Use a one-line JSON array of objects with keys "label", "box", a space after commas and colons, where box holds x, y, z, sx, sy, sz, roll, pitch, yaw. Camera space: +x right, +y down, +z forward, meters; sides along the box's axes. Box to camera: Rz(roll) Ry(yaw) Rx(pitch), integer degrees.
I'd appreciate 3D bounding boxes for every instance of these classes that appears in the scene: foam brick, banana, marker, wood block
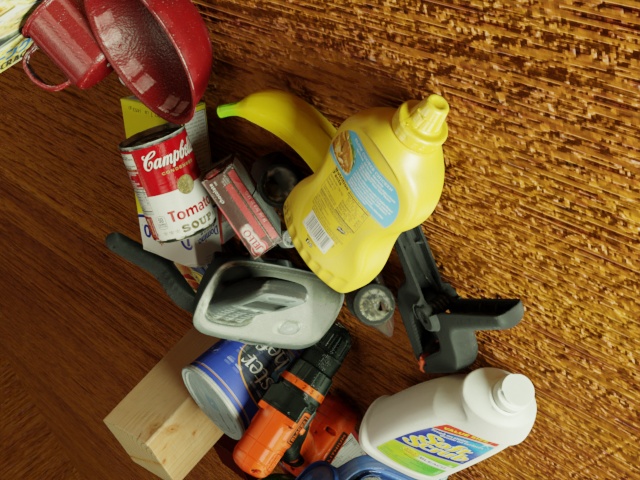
[{"label": "foam brick", "box": [-0.100, 0.269, 1.386, 0.078, 0.051, 0.053, 21, 141, 54]}, {"label": "banana", "box": [0.000, -0.064, 0.914, 0.198, 0.037, 0.070, 47, 135, -1]}, {"label": "marker", "box": [-0.058, 0.001, 1.143, 0.020, 0.020, 0.121, 57, 156, -12]}, {"label": "wood block", "box": [-0.155, 0.190, 1.334, 0.091, 0.205, 0.090, 18, 145, 41]}]

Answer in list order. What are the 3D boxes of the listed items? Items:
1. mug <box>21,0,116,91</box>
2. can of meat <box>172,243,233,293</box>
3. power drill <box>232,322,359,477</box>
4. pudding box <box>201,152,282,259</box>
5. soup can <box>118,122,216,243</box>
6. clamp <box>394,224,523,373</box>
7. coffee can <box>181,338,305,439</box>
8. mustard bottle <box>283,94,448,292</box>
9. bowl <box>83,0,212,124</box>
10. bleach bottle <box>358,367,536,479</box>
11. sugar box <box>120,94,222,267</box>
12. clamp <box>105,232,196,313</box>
[{"label": "mug", "box": [-0.252, -0.202, 1.093, 0.081, 0.117, 0.093, 48, 180, -3]}, {"label": "can of meat", "box": [-0.142, 0.017, 1.264, 0.084, 0.057, 0.102, 55, 163, -14]}, {"label": "power drill", "box": [-0.012, 0.190, 1.188, 0.057, 0.184, 0.187, 33, 170, 25]}, {"label": "pudding box", "box": [-0.076, -0.037, 1.045, 0.090, 0.039, 0.113, 57, -175, -11]}, {"label": "soup can", "box": [-0.148, -0.056, 1.043, 0.069, 0.068, 0.102, 12, 125, 55]}, {"label": "clamp", "box": [0.107, 0.060, 0.903, 0.165, 0.036, 0.210, 47, 158, 34]}, {"label": "coffee can", "box": [-0.072, 0.143, 1.218, 0.103, 0.140, 0.103, 40, 154, 24]}, {"label": "mustard bottle", "box": [0.042, -0.045, 0.816, 0.096, 0.058, 0.192, 58, 141, 17]}, {"label": "bowl", "box": [-0.150, -0.190, 0.995, 0.162, 0.055, 0.162, 40, 154, 24]}, {"label": "bleach bottle", "box": [0.121, 0.162, 0.982, 0.102, 0.068, 0.251, 28, 154, -4]}, {"label": "sugar box", "box": [-0.156, -0.064, 1.125, 0.093, 0.048, 0.176, 17, 120, 39]}, {"label": "clamp", "box": [-0.184, 0.029, 1.339, 0.171, 0.120, 0.039, 44, 123, -10]}]
